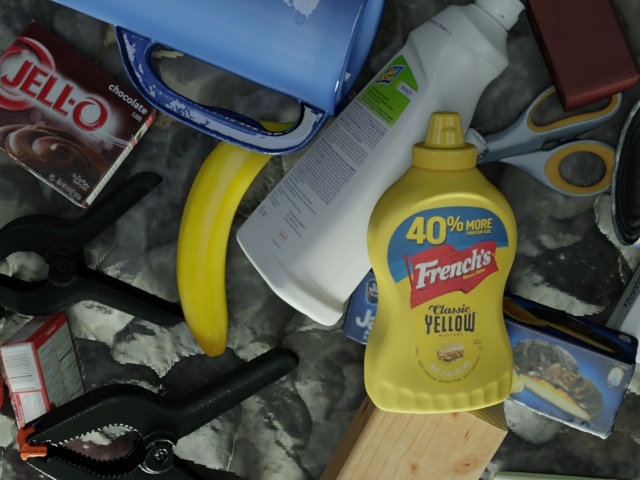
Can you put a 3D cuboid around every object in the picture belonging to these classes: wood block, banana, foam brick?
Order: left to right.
[{"bbox_3d":[-0.071,-0.010,0.794,0.069,0.037,0.198,24,103,2],"label":"banana"},{"bbox_3d":[0.049,0.190,0.804,0.090,0.090,0.206,27,105,-1],"label":"wood block"},{"bbox_3d":[0.177,-0.133,0.723,0.051,0.053,0.078,-21,83,8],"label":"foam brick"}]

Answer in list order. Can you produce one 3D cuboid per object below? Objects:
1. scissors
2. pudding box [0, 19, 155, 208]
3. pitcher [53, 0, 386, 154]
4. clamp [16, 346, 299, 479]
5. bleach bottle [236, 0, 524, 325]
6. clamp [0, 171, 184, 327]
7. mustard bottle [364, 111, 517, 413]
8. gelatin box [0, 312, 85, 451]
[{"bbox_3d":[0.129,-0.051,0.776,0.202,0.016,0.096,-26,100,12],"label":"scissors"},{"bbox_3d":[-0.190,-0.090,0.775,0.113,0.039,0.090,36,82,-5],"label":"pudding box"},{"bbox_3d":[-0.078,-0.172,0.713,0.243,0.149,0.145,19,142,5],"label":"pitcher"},{"bbox_3d":[-0.121,0.163,0.809,0.209,0.036,0.164,-2,107,-22],"label":"clamp"},{"bbox_3d":[0.051,-0.067,0.732,0.068,0.103,0.251,34,100,-38],"label":"bleach bottle"},{"bbox_3d":[-0.189,0.006,0.813,0.171,0.039,0.120,1,97,-1],"label":"clamp"},{"bbox_3d":[0.078,0.013,0.688,0.096,0.058,0.192,-2,104,-8],"label":"mustard bottle"},{"bbox_3d":[-0.212,0.109,0.821,0.030,0.073,0.089,-8,103,8],"label":"gelatin box"}]
